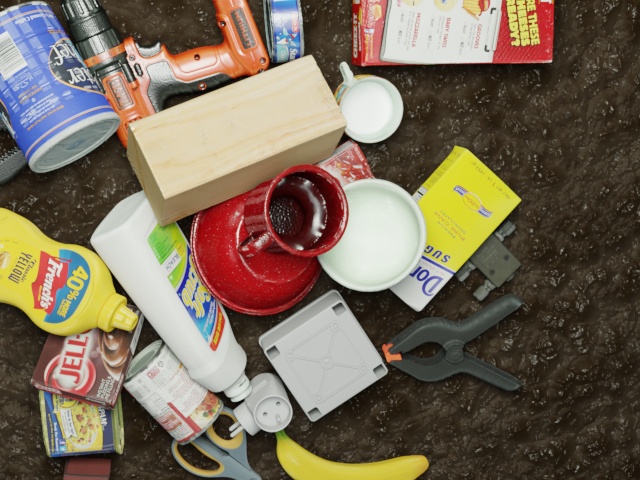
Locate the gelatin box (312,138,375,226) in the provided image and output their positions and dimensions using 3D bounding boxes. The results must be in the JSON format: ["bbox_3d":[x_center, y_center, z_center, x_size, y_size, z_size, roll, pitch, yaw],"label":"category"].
[{"bbox_3d":[0.028,-0.057,1.198,0.073,0.030,0.089,-33,113,-2],"label":"gelatin box"}]

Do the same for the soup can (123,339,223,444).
[{"bbox_3d":[-0.168,0.170,1.200,0.068,0.068,0.102,-41,104,1],"label":"soup can"}]

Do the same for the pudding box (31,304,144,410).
[{"bbox_3d":[-0.250,0.118,1.156,0.090,0.039,0.113,14,65,3],"label":"pudding box"}]

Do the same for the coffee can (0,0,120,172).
[{"bbox_3d":[-0.282,-0.154,1.080,0.103,0.103,0.140,-32,87,-2],"label":"coffee can"}]

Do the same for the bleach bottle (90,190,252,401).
[{"bbox_3d":[-0.149,0.070,1.177,0.068,0.102,0.250,-21,113,26],"label":"bleach bottle"}]

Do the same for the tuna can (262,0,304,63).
[{"bbox_3d":[-0.040,-0.231,1.130,0.033,0.086,0.086,-7,102,-6],"label":"tuna can"}]

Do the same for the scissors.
[{"bbox_3d":[-0.077,0.264,1.259,0.201,0.016,0.096,27,96,-13],"label":"scissors"}]

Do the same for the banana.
[{"bbox_3d":[0.030,0.270,1.266,0.197,0.037,0.070,16,99,-12],"label":"banana"}]

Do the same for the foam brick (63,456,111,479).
[{"bbox_3d":[-0.268,0.293,1.216,0.051,0.053,0.078,6,101,-10],"label":"foam brick"}]

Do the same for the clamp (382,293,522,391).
[{"bbox_3d":[0.162,0.135,1.260,0.171,0.039,0.120,-12,101,1],"label":"clamp"}]

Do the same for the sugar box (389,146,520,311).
[{"bbox_3d":[0.135,-0.013,1.222,0.093,0.048,0.176,40,92,-14],"label":"sugar box"}]

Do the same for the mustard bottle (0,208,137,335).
[{"bbox_3d":[-0.281,0.046,1.131,0.191,0.058,0.096,26,84,7],"label":"mustard bottle"}]

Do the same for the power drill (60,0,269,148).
[{"bbox_3d":[-0.162,-0.210,1.132,0.187,0.057,0.184,-23,108,-1],"label":"power drill"}]

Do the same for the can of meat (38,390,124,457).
[{"bbox_3d":[-0.266,0.190,1.194,0.084,0.057,0.102,-4,102,-6],"label":"can of meat"}]

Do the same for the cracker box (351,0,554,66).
[{"bbox_3d":[0.141,-0.273,1.158,0.213,0.072,0.164,-3,102,-9],"label":"cracker box"}]

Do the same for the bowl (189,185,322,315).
[{"bbox_3d":[-0.058,0.001,1.164,0.161,0.055,0.162,1,86,-24],"label":"bowl"}]

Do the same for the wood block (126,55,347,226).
[{"bbox_3d":[-0.088,-0.105,1.111,0.205,0.091,0.090,-24,79,-17],"label":"wood block"}]

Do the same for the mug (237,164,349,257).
[{"bbox_3d":[-0.038,-0.020,1.097,0.117,0.082,0.093,-42,103,-20],"label":"mug"}]
